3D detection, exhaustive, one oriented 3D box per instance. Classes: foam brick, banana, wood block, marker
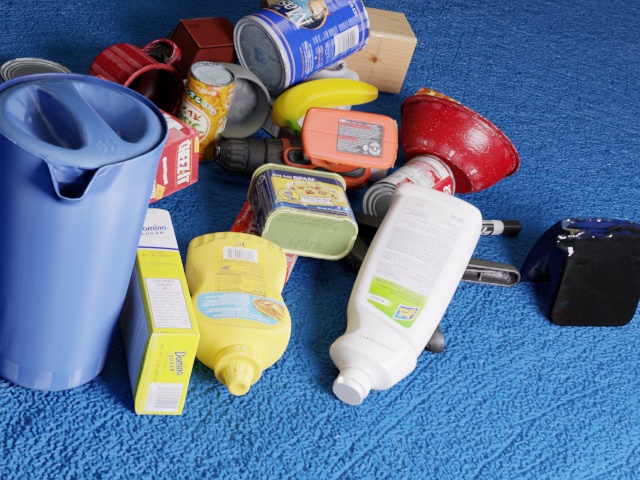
[{"bbox_3d":[-0.145,-0.245,1.350,0.078,0.051,0.053,-14,60,-42],"label":"foam brick"},{"bbox_3d":[-0.004,-0.166,1.298,0.070,0.037,0.197,37,37,15],"label":"banana"},{"bbox_3d":[0.016,-0.275,1.487,0.205,0.091,0.090,6,36,-17],"label":"wood block"},{"bbox_3d":[0.182,-0.015,1.247,0.121,0.020,0.020,0,37,-24],"label":"marker"}]

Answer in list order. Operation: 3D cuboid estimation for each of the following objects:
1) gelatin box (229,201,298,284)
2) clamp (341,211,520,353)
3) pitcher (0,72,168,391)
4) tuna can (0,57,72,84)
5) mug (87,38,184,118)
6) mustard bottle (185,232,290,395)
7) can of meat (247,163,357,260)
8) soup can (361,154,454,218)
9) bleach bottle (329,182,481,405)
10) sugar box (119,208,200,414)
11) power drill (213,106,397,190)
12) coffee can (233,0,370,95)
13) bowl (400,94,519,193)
[{"bbox_3d":[-0.057,0.001,1.104,0.073,0.030,0.089,19,33,3],"label":"gelatin box"},{"bbox_3d":[0.098,0.023,1.131,0.164,0.036,0.210,-26,52,-39],"label":"clamp"},{"bbox_3d":[-0.206,-0.007,0.856,0.145,0.243,0.149,32,36,22],"label":"pitcher"},{"bbox_3d":[-0.330,-0.178,1.242,0.086,0.034,0.086,12,33,-8],"label":"tuna can"},{"bbox_3d":[-0.211,-0.188,1.245,0.082,0.117,0.093,38,-1,37],"label":"mug"},{"bbox_3d":[-0.076,0.068,0.972,0.096,0.058,0.191,8,34,-11],"label":"mustard bottle"},{"bbox_3d":[-0.018,-0.028,1.085,0.102,0.057,0.084,8,32,-18],"label":"can of meat"},{"bbox_3d":[0.101,-0.051,1.218,0.069,0.069,0.102,31,36,20],"label":"soup can"},{"bbox_3d":[0.069,0.052,1.024,0.103,0.068,0.250,20,49,17],"label":"bleach bottle"},{"bbox_3d":[-0.145,0.057,0.926,0.048,0.093,0.176,5,35,-19],"label":"sugar box"},{"bbox_3d":[-0.011,-0.097,1.157,0.184,0.057,0.188,4,-6,-18],"label":"power drill"},{"bbox_3d":[-0.023,-0.256,1.333,0.140,0.103,0.103,-32,55,-28],"label":"coffee can"},{"bbox_3d":[0.155,-0.104,1.283,0.162,0.162,0.055,27,73,15],"label":"bowl"}]
